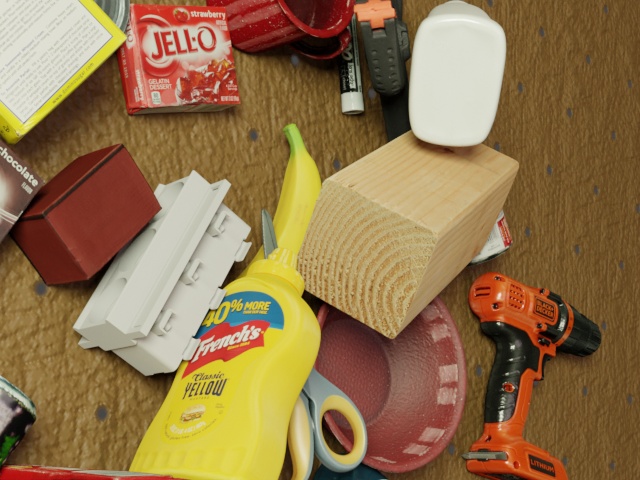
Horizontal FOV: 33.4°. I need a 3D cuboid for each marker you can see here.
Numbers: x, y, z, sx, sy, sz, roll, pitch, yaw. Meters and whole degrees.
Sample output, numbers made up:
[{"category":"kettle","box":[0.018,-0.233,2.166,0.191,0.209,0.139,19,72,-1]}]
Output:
[{"category":"marker","box":[0.023,-0.168,0.903,0.020,0.020,0.121,0,84,-45]}]

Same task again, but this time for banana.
[{"category":"banana","box":[-0.040,0.008,0.802,0.069,0.037,0.197,36,59,-23]}]

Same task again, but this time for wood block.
[{"category":"wood block","box":[0.071,-0.017,0.819,0.205,0.091,0.090,-34,149,-59]}]

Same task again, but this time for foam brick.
[{"category":"foam brick","box":[-0.151,-0.016,0.681,0.078,0.053,0.051,-49,118,-37]}]

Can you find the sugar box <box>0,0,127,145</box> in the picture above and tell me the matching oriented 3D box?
[{"category":"sugar box","box":[-0.209,-0.150,0.619,0.176,0.048,0.093,47,68,-15]}]

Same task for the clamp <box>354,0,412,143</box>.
[{"category":"clamp","box":[0.053,-0.167,0.858,0.210,0.036,0.164,45,39,-76]}]

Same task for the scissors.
[{"category":"scissors","box":[-0.007,0.081,0.767,0.096,0.016,0.202,14,68,-26]}]

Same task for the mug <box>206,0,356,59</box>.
[{"category":"mug","box":[-0.025,-0.182,0.812,0.117,0.082,0.093,43,56,-32]}]

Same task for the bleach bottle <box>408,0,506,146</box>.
[{"category":"bleach bottle","box":[0.112,-0.159,0.889,0.250,0.068,0.102,-73,169,-67]}]

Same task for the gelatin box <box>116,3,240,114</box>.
[{"category":"gelatin box","box":[-0.102,-0.130,0.763,0.089,0.030,0.073,-9,90,-46]}]

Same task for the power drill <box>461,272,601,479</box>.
[{"category":"power drill","box":[0.203,0.138,1.012,0.184,0.058,0.187,23,65,-37]}]

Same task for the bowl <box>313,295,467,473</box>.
[{"category":"bowl","box":[0.041,0.103,0.845,0.161,0.055,0.162,12,71,-36]}]

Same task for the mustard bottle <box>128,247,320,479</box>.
[{"category":"mustard bottle","box":[-0.050,0.082,0.692,0.058,0.096,0.191,51,43,-34]}]
